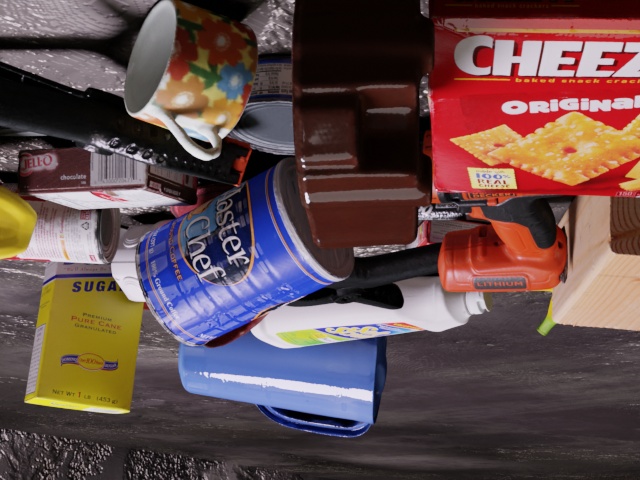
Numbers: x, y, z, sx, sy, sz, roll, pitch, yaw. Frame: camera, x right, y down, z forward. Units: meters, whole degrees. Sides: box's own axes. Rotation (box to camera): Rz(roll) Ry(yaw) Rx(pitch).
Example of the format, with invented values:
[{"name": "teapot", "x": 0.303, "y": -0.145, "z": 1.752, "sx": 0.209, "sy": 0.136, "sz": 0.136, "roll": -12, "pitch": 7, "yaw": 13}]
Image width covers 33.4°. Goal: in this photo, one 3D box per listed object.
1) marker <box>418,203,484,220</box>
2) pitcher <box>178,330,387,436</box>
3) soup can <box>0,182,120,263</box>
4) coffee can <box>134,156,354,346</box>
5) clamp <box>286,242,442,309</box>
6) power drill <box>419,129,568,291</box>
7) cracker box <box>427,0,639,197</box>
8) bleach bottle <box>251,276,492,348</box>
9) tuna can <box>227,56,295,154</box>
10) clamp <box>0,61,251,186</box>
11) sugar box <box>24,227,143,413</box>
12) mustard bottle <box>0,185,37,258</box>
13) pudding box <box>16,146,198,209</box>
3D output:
[{"name": "marker", "x": 0.078, "y": -0.026, "z": 0.895, "sx": 0.121, "sy": 0.020, "sz": 0.020, "roll": 0, "pitch": 162, "yaw": 15}, {"name": "pitcher", "x": -0.041, "y": 0.151, "z": 1.287, "sx": 0.243, "sy": 0.149, "sz": 0.145, "roll": 5, "pitch": 168, "yaw": 9}, {"name": "soup can", "x": -0.231, "y": -0.015, "z": 0.924, "sx": 0.102, "sy": 0.068, "sz": 0.068, "roll": 2, "pitch": 162, "yaw": 4}, {"name": "coffee can", "x": -0.059, "y": 0.010, "z": 0.838, "sx": 0.140, "sy": 0.103, "sz": 0.102, "roll": -26, "pitch": 151, "yaw": 22}, {"name": "clamp", "x": 0.030, "y": 0.030, "z": 0.919, "sx": 0.171, "sy": 0.039, "sz": 0.120, "roll": 1, "pitch": 151, "yaw": -32}, {"name": "power drill", "x": 0.111, "y": -0.022, "z": 0.804, "sx": 0.185, "sy": 0.057, "sz": 0.187, "roll": -1, "pitch": 154, "yaw": 17}, {"name": "cracker box", "x": 0.142, "y": -0.091, "z": 0.586, "sx": 0.164, "sy": 0.072, "sz": 0.213, "roll": 1, "pitch": 162, "yaw": 7}, {"name": "bleach bottle", "x": 0.055, "y": 0.070, "z": 1.135, "sx": 0.251, "sy": 0.068, "sz": 0.102, "roll": -7, "pitch": 159, "yaw": 26}, {"name": "tuna can", "x": -0.022, "y": -0.087, "z": 0.701, "sx": 0.086, "sy": 0.034, "sz": 0.086, "roll": 4, "pitch": 162, "yaw": 1}, {"name": "clamp", "x": -0.138, "y": -0.072, "z": 0.647, "sx": 0.209, "sy": 0.036, "sz": 0.165, "roll": 17, "pitch": -170, "yaw": -19}, {"name": "sugar box", "x": -0.218, "y": 0.071, "z": 1.011, "sx": 0.093, "sy": 0.176, "sz": 0.048, "roll": 13, "pitch": 162, "yaw": -28}, {"name": "mustard bottle", "x": -0.314, "y": -0.035, "z": 0.840, "sx": 0.192, "sy": 0.058, "sz": 0.096, "roll": 18, "pitch": -178, "yaw": 41}, {"name": "pudding box", "x": -0.164, "y": -0.049, "z": 0.831, "sx": 0.114, "sy": 0.039, "sz": 0.090, "roll": 0, "pitch": 174, "yaw": 19}]
